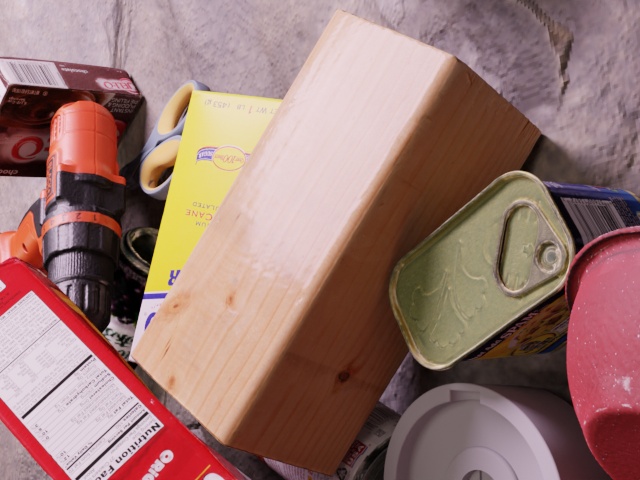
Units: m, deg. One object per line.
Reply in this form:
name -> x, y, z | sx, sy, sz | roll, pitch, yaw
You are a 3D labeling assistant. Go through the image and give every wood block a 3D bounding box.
wood block -> 0.008, 0.002, 0.541 | 0.090, 0.090, 0.206 | 33, 93, 43

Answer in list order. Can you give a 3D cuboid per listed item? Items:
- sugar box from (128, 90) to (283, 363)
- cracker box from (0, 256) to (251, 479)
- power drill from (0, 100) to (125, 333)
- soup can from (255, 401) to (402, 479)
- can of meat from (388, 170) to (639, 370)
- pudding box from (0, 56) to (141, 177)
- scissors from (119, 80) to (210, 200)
sugar box -> -0.054, 0.001, 0.655 | 0.093, 0.048, 0.176 | 11, 84, 35
cracker box -> -0.100, 0.121, 0.586 | 0.072, 0.164, 0.214 | -44, 58, -14
power drill -> -0.194, 0.018, 0.770 | 0.188, 0.057, 0.184 | -42, 42, 45
soup can -> 0.008, 0.114, 0.600 | 0.102, 0.068, 0.068 | 28, 109, 44
can of meat -> 0.097, 0.015, 0.494 | 0.102, 0.083, 0.057 | -43, 59, 38
pudding box -> -0.203, -0.090, 0.802 | 0.090, 0.113, 0.039 | -55, 52, 32
scissors -> -0.130, -0.066, 0.789 | 0.202, 0.016, 0.096 | 2, 70, 60
